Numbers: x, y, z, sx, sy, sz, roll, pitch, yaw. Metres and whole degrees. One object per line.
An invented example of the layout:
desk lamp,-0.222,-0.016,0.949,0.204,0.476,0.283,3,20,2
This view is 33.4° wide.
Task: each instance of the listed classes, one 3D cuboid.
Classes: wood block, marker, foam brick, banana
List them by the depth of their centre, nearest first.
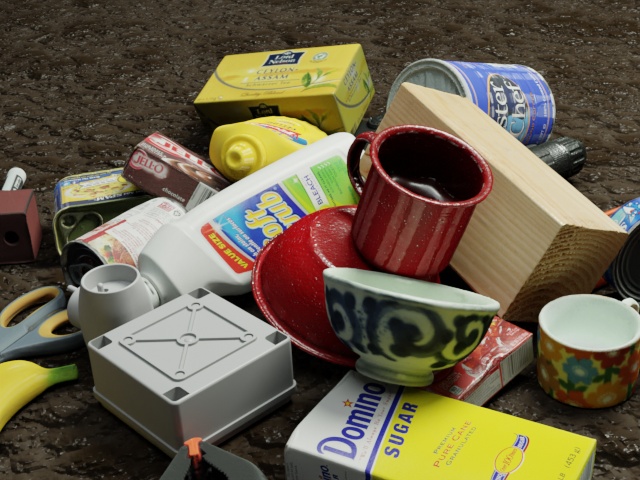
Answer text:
banana,-0.226,0.135,0.724,0.069,0.037,0.197,-1,29,7
wood block,0.133,-0.033,0.865,0.090,0.091,0.206,6,32,-41
foam brick,-0.301,-0.012,0.980,0.078,0.053,0.051,-5,29,-2
marker,-0.314,-0.039,1.065,0.020,0.020,0.121,-4,29,-1

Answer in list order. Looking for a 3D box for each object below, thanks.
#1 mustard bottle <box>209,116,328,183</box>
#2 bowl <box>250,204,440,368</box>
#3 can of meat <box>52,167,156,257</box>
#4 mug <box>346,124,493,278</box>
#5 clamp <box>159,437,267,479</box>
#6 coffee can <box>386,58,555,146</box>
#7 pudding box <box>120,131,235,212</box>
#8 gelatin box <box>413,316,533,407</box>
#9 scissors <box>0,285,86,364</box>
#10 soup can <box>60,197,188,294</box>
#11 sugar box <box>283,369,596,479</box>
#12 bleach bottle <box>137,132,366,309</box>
mustard bottle,-0.053,-0.084,1.017,0.096,0.058,0.191,17,13,11
bowl,0.030,0.022,0.831,0.162,0.055,0.162,10,41,-9
can of meat,-0.197,-0.027,0.993,0.102,0.057,0.084,-9,28,-11
mug,0.062,-0.033,0.796,0.117,0.082,0.093,40,45,24
clamp,-0.069,0.179,0.628,0.120,0.039,0.172,-13,23,-20
coffee can,0.148,-0.124,1.046,0.140,0.103,0.103,-6,24,-44
pudding box,-0.120,-0.054,0.981,0.113,0.039,0.090,32,14,-5
gelatin box,0.099,0.086,0.774,0.089,0.030,0.073,-34,42,-30
scissors,-0.241,0.093,0.822,0.096,0.016,0.201,6,30,16
soup can,-0.160,0.011,0.908,0.069,0.068,0.102,19,35,34
sugar box,0.074,0.141,0.673,0.176,0.048,0.093,14,33,27
bleach bottle,-0.056,0.001,0.905,0.250,0.102,0.068,-32,9,-31
